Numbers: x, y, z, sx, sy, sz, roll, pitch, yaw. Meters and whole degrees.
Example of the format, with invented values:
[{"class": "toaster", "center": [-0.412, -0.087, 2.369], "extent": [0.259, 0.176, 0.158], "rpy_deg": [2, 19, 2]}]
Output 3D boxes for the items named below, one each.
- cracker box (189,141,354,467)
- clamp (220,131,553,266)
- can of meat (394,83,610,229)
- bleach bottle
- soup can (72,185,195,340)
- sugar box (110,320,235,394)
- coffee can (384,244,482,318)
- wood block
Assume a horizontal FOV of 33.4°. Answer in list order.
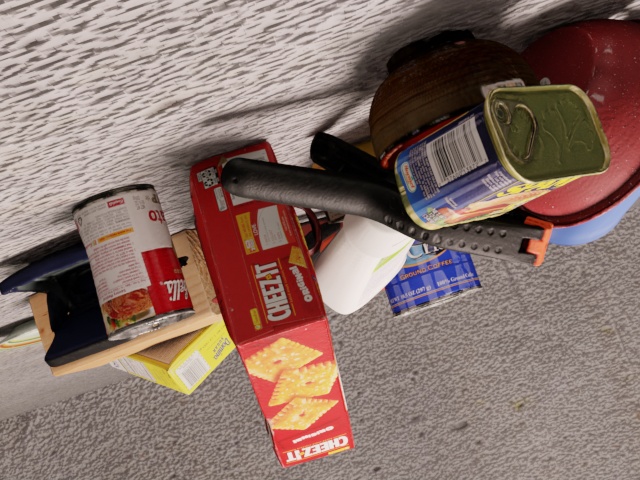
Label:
[{"class": "cracker box", "center": [-0.036, 0.056, 0.823], "extent": [0.072, 0.164, 0.214], "rpy_deg": [-16, 145, -4]}, {"class": "clamp", "center": [0.054, -0.032, 0.732], "extent": [0.210, 0.036, 0.164], "rpy_deg": [16, -161, 11]}, {"class": "can of meat", "center": [0.105, -0.048, 0.630], "extent": [0.101, 0.057, 0.084], "rpy_deg": [-10, 168, -43]}, {"class": "bleach bottle", "center": [0.052, -0.009, 0.924], "extent": [0.102, 0.068, 0.251], "rpy_deg": [-45, 174, -18]}, {"class": "soup can", "center": [-0.142, 0.017, 0.806], "extent": [0.068, 0.102, 0.068], "rpy_deg": [-18, 173, -3]}, {"class": "sugar box", "center": [-0.172, 0.113, 1.199], "extent": [0.093, 0.048, 0.177], "rpy_deg": [-44, -154, -25]}, {"class": "coffee can", "center": [0.105, 0.002, 1.163], "extent": [0.103, 0.140, 0.103], "rpy_deg": [-18, 173, -3]}, {"class": "wood block", "center": [-0.186, 0.064, 1.107], "extent": [0.206, 0.090, 0.090], "rpy_deg": [-22, 173, 23]}]
